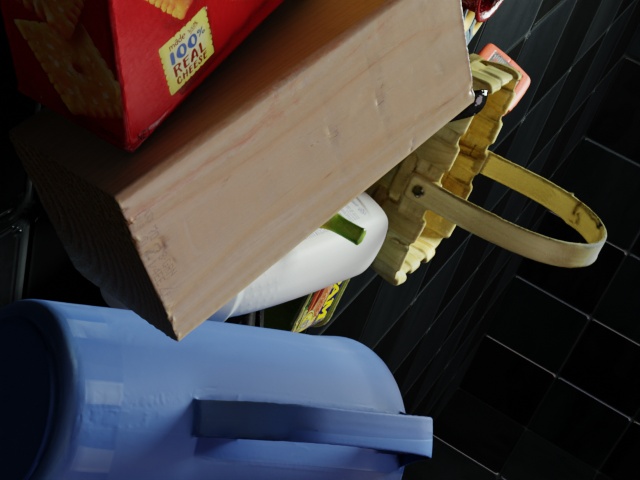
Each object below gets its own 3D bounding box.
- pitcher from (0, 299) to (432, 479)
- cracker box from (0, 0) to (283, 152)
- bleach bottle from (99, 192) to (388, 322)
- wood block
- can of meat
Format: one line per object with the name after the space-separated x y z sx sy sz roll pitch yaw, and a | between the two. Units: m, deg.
-0.065 0.101 0.583 0.242 0.145 0.149 17 117 -46 | pitcher
-0.052 -0.163 0.401 0.164 0.072 0.214 -51 162 -32 | cracker box
-0.055 0.001 0.699 0.250 0.103 0.068 -17 139 -57 | bleach bottle
-0.030 -0.060 0.518 0.205 0.091 0.090 -40 135 -25 | wood block
-0.016 0.032 0.935 0.102 0.057 0.083 -64 163 16 | can of meat
